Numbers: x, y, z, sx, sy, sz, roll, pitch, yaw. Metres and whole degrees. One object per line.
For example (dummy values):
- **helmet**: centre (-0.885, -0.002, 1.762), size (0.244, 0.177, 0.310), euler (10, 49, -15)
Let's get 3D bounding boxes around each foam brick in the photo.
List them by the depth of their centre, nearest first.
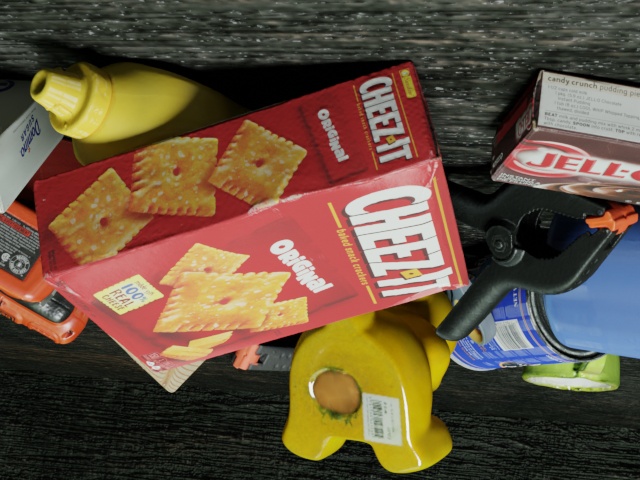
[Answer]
- **foam brick**: centre (-0.183, -0.043, 0.771), size (0.078, 0.051, 0.053), euler (12, 166, -23)

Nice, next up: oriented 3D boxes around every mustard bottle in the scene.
- **mustard bottle**: centre (-0.087, -0.059, 0.629), size (0.096, 0.058, 0.191), euler (-12, 158, 39)

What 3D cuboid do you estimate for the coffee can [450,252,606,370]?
- **coffee can**: centre (0.173, 0.055, 0.901), size (0.102, 0.103, 0.141), euler (13, 166, -24)

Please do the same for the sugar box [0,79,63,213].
- **sugar box**: centre (-0.253, -0.062, 0.632), size (0.176, 0.093, 0.048), euler (2, 125, 11)

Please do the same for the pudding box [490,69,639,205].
- **pudding box**: centre (0.158, -0.052, 0.579), size (0.113, 0.039, 0.090), euler (8, 167, -3)

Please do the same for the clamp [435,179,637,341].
- **clamp**: centre (0.117, -0.009, 0.684), size (0.172, 0.120, 0.039), euler (-27, 180, 45)

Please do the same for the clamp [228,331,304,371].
- **clamp**: centre (-0.027, 0.082, 0.989), size (0.164, 0.036, 0.210), euler (27, -164, 2)

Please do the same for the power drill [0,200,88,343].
- **power drill**: centre (-0.251, 0.007, 0.788), size (0.184, 0.057, 0.188), euler (30, 163, -7)

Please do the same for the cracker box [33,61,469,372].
- **cracker box**: centre (-0.030, -0.001, 0.614), size (0.214, 0.072, 0.164), euler (-16, 152, 6)

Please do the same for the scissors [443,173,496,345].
- **scissors**: centre (0.108, 0.023, 0.809), size (0.096, 0.016, 0.202), euler (50, 165, 15)
